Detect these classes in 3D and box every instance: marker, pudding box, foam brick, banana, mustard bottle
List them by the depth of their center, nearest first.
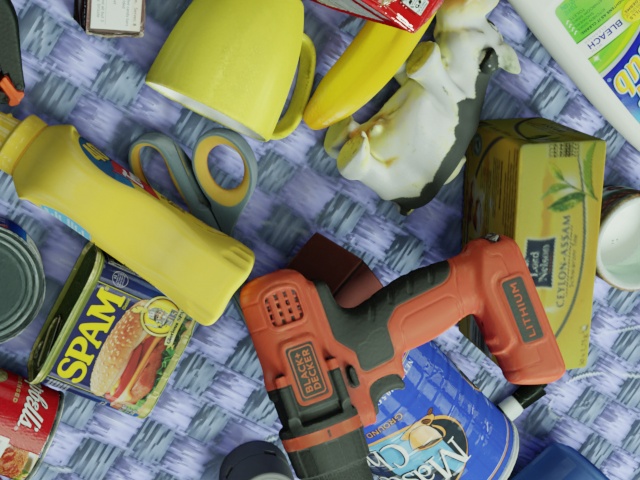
[{"bbox_3d":[-0.128,-0.184,0.648,0.039,0.090,0.113,-1,106,-16],"label":"pudding box"},{"bbox_3d":[-0.134,-0.021,0.686,0.191,0.096,0.058,35,90,-5],"label":"mustard bottle"},{"bbox_3d":[0.051,-0.158,0.710,0.037,0.070,0.198,25,92,-30],"label":"banana"},{"bbox_3d":[0.000,0.044,0.759,0.078,0.053,0.051,-50,137,-6],"label":"foam brick"},{"bbox_3d":[0.134,0.151,0.859,0.121,0.020,0.020,-39,112,-2],"label":"marker"}]

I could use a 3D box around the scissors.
[{"bbox_3d":[-0.055,0.001,0.744,0.096,0.016,0.201,-25,114,27],"label":"scissors"}]

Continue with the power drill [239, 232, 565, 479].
[{"bbox_3d":[0.058,0.086,0.687,0.187,0.057,0.184,-19,87,-14],"label":"power drill"}]

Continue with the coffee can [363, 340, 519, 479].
[{"bbox_3d":[0.064,0.127,0.787,0.103,0.103,0.140,-44,112,0],"label":"coffee can"}]

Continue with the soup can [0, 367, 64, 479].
[{"bbox_3d":[-0.234,0.115,0.718,0.102,0.068,0.068,26,97,-21],"label":"soup can"}]

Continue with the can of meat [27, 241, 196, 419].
[{"bbox_3d":[-0.141,0.064,0.736,0.083,0.057,0.102,26,97,-23],"label":"can of meat"}]

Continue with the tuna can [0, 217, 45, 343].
[{"bbox_3d":[-0.228,0.026,0.712,0.086,0.034,0.086,-4,107,-14],"label":"tuna can"}]
